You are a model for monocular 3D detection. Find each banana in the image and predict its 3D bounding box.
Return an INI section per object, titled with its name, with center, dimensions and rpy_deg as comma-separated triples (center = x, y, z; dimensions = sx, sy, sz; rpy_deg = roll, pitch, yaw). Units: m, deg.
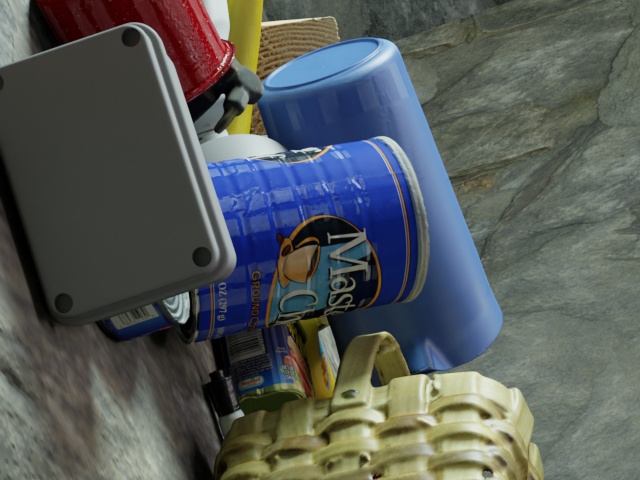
[banana]
center = -0.065, -0.117, 0.801
dimensions = 0.070, 0.037, 0.198
rpy_deg = -169, -95, -73

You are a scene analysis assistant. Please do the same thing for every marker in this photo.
[marker]
center = -0.048, 0.141, 0.680
dimensions = 0.020, 0.020, 0.121
rpy_deg = 0, 71, -86

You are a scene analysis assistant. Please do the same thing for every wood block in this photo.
[wood block]
center = -0.053, -0.152, 0.974
dimensions = 0.206, 0.090, 0.091
rpy_deg = -150, -128, -70

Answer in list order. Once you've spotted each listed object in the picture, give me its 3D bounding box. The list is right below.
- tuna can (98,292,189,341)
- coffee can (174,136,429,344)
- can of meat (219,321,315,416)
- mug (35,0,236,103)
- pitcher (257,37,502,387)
[tuna can]
center = -0.096, 0.006, 0.527
dimensions = 0.086, 0.034, 0.086
rpy_deg = -19, 90, -86
[coffee can]
center = -0.020, -0.002, 0.631
dimensions = 0.103, 0.140, 0.103
rpy_deg = 170, -90, -72
[can of meat]
center = -0.037, 0.096, 0.779
dimensions = 0.102, 0.057, 0.084
rpy_deg = 67, 8, -55
[mug]
center = -0.109, -0.127, 0.609
dimensions = 0.081, 0.093, 0.117
rpy_deg = 63, -2, -31
[pitcher]
center = 0.041, -0.026, 0.809
dimensions = 0.149, 0.144, 0.243
rpy_deg = 8, -54, 50
